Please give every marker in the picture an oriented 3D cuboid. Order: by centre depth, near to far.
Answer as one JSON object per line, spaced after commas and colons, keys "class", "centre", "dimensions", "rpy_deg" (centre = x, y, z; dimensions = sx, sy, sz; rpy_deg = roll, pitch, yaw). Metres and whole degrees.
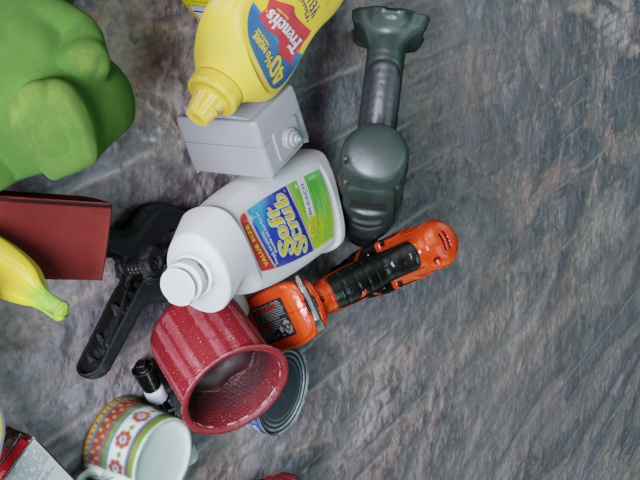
{"class": "marker", "centre": [-0.129, 0.142, 0.884], "dimensions": [0.020, 0.020, 0.121], "rpy_deg": [-53, 140, -37]}

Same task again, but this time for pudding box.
{"class": "pudding box", "centre": [-0.211, 0.197, 0.747], "dimensions": [0.090, 0.039, 0.113], "rpy_deg": [-57, 140, -29]}

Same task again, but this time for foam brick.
{"class": "foam brick", "centre": [-0.182, -0.004, 0.693], "dimensions": [0.078, 0.053, 0.051], "rpy_deg": [3, 96, -28]}

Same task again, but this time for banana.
{"class": "banana", "centre": [-0.235, -0.007, 0.602], "dimensions": [0.197, 0.070, 0.037], "rpy_deg": [25, 81, -28]}

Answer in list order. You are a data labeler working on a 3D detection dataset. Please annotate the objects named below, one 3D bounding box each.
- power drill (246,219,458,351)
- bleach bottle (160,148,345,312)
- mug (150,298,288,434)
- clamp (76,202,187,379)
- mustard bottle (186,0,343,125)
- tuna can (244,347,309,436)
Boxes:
{"class": "power drill", "centre": [0.014, 0.045, 0.988], "dimensions": [0.187, 0.185, 0.057], "rpy_deg": [-26, 88, -36]}
{"class": "bleach bottle", "centre": [-0.056, 0.001, 0.866], "dimensions": [0.250, 0.068, 0.102], "rpy_deg": [-43, 124, -62]}
{"class": "mug", "centre": [-0.081, 0.101, 0.864], "dimensions": [0.093, 0.082, 0.117], "rpy_deg": [-37, 140, -4]}
{"class": "clamp", "centre": [-0.140, 0.029, 0.811], "dimensions": [0.171, 0.039, 0.120], "rpy_deg": [-21, 115, -55]}
{"class": "mustard bottle", "centre": [-0.045, -0.164, 0.811], "dimensions": [0.191, 0.058, 0.096], "rpy_deg": [-58, 148, -22]}
{"class": "tuna can", "centre": [-0.047, 0.138, 1.001], "dimensions": [0.086, 0.034, 0.086], "rpy_deg": [-24, 118, -54]}
